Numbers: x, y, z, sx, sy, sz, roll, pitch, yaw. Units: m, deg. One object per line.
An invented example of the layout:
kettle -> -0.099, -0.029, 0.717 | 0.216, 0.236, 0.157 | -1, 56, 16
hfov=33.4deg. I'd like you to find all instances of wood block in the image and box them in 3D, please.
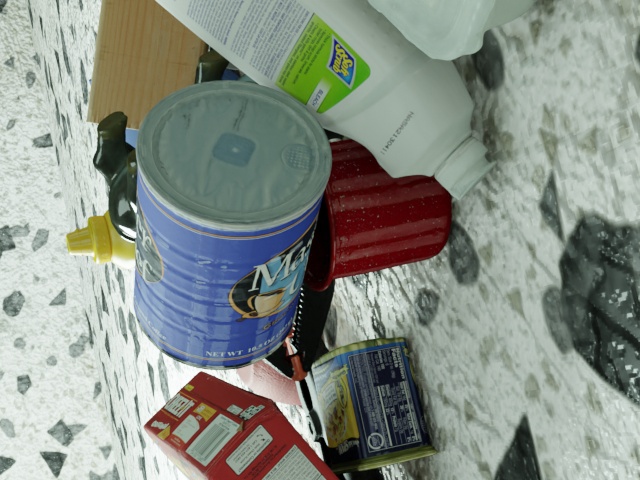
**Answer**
wood block -> -0.139, -0.197, 0.919 | 0.090, 0.090, 0.206 | -114, 33, -83

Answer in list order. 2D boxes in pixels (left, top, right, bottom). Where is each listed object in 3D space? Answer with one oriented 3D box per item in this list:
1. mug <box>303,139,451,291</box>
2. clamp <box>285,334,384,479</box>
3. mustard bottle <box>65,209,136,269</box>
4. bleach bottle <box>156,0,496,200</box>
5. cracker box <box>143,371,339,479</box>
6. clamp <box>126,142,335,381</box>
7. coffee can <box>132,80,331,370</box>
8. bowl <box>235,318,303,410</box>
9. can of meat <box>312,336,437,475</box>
mug -> 0.024, -0.032, 0.659 | 0.093, 0.081, 0.117 | 108, 146, -55
clamp -> 0.012, 0.149, 0.857 | 0.120, 0.039, 0.171 | 129, 123, -64
mustard bottle -> -0.123, -0.012, 0.926 | 0.096, 0.191, 0.058 | -158, 60, -68
bleach bottle -> -0.008, -0.114, 0.594 | 0.251, 0.068, 0.103 | 44, 143, 7
cracker box -> -0.017, 0.198, 0.763 | 0.213, 0.072, 0.164 | 50, 163, -16
clamp -> -0.055, 0.001, 0.772 | 0.036, 0.164, 0.210 | 155, 105, -82
coffee can -> -0.055, -0.006, 0.609 | 0.140, 0.102, 0.103 | 104, 150, -51
bowl -> -0.050, 0.083, 0.979 | 0.162, 0.055, 0.162 | 170, 90, -72
can of meat -> 0.034, 0.117, 0.750 | 0.102, 0.057, 0.084 | 136, 123, -68
